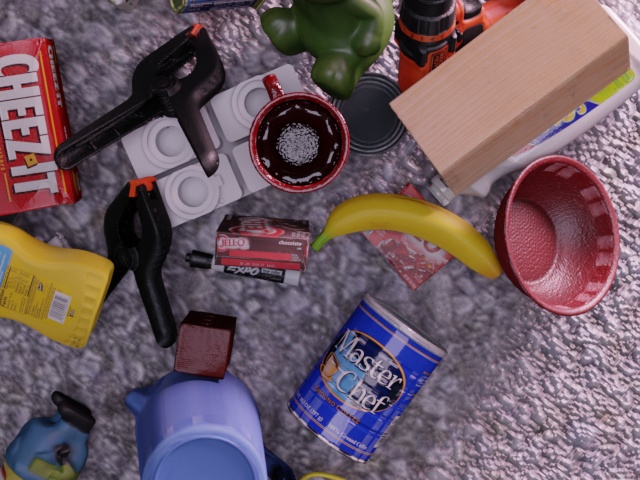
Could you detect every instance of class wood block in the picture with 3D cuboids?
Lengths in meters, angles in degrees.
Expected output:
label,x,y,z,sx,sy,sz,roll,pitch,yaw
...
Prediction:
label,x,y,z,sx,sy,sz,roll,pitch,yaw
wood block,0.180,-0.146,1.015,0.206,0.090,0.091,-37,70,8

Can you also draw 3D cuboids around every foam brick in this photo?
label,x,y,z,sx,sy,sz,roll,pitch,yaw
foam brick,-0.117,0.106,1.094,0.053,0.078,0.051,9,96,-1

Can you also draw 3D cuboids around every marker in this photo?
label,x,y,z,sx,sy,sz,roll,pitch,yaw
marker,-0.081,0.028,1.117,0.121,0.020,0.020,10,94,-2

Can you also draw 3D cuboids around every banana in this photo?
label,x,y,z,sx,sy,sz,roll,pitch,yaw
banana,0.092,-0.010,1.078,0.197,0.037,0.070,10,113,-2

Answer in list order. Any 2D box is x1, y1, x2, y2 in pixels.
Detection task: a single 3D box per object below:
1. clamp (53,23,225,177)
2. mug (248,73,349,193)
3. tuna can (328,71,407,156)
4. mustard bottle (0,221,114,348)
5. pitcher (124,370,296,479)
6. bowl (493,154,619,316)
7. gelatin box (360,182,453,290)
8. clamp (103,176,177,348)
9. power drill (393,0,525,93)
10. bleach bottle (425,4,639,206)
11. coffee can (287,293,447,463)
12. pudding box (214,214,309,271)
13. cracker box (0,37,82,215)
label,x,y,z,sx,sy,sz,roll,pitch,yaw
clamp,-0.140,-0.134,1.028,0.165,0.036,0.209,10,50,22
mug,-0.026,-0.103,1.013,0.093,0.081,0.117,-28,95,2
tuna can,0.049,-0.129,1.098,0.086,0.034,0.086,0,95,0
mustard bottle,-0.306,0.032,1.045,0.191,0.058,0.096,20,117,-6
pitcher,-0.104,0.207,1.021,0.149,0.243,0.145,-16,95,-7
bowl,0.228,-0.003,1.079,0.161,0.055,0.162,5,81,-33
gelatin box,0.094,-0.004,1.110,0.073,0.030,0.089,-41,94,2
clamp,-0.195,0.018,1.077,0.120,0.039,0.171,8,104,25
power drill,0.156,-0.230,1.018,0.187,0.184,0.057,-26,65,-14
bleach bottle,0.217,-0.121,1.087,0.251,0.068,0.102,-41,91,5
coffee can,0.047,0.139,1.086,0.103,0.103,0.140,35,94,-3
pudding box,-0.057,0.001,1.068,0.090,0.113,0.039,5,98,-1
cracker box,-0.353,-0.100,1.030,0.213,0.072,0.164,-9,100,-4
